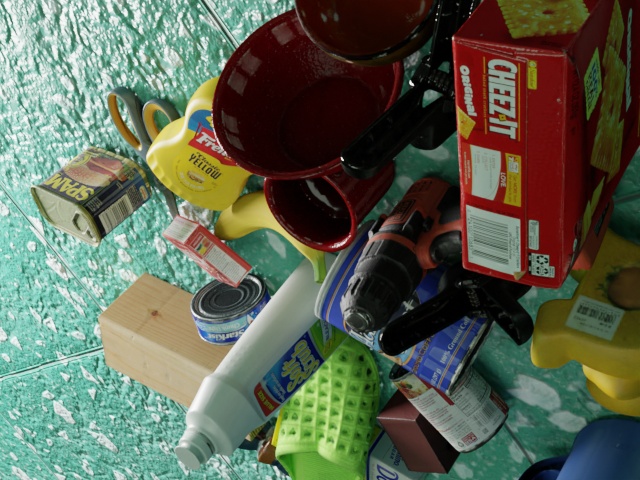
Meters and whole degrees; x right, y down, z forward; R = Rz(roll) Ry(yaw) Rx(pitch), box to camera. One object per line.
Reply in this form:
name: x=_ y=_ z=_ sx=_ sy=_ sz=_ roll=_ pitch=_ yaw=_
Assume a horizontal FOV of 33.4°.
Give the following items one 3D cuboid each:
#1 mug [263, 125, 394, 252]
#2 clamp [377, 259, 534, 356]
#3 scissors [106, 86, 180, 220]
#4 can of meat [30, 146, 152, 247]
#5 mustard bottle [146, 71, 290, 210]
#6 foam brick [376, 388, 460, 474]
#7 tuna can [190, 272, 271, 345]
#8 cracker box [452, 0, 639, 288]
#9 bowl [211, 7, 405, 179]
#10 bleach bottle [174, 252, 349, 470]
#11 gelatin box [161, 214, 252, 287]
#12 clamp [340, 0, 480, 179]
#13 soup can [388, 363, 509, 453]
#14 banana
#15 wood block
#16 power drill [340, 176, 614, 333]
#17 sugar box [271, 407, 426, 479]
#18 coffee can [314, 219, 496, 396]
mug: x=0.014 y=-0.057 z=0.914 sx=0.093 sy=0.081 sz=0.117 roll=34 pitch=142 yaw=10
clamp: x=0.115 y=0.046 z=0.850 sx=0.120 sy=0.171 sz=0.039 roll=-5 pitch=107 yaw=18
scissors: x=-0.153 y=-0.071 z=1.097 sx=0.096 sy=0.016 sz=0.201 roll=-3 pitch=124 yaw=42
can of meat: x=-0.239 y=-0.049 z=1.124 sx=0.102 sy=0.083 sz=0.057 roll=22 pitch=143 yaw=37
mustard bottle: x=-0.081 y=-0.099 z=0.974 sx=0.096 sy=0.058 sz=0.192 roll=36 pitch=142 yaw=-13
foam brick: x=0.106 y=0.194 z=1.100 sx=0.051 sy=0.052 sz=0.078 roll=-8 pitch=122 yaw=44
tuna can: x=-0.093 y=0.071 z=1.125 sx=0.086 sy=0.086 sz=0.034 roll=8 pitch=129 yaw=35
cracker box: x=0.155 y=-0.100 z=0.648 sx=0.072 sy=0.213 sz=0.164 roll=15 pitch=135 yaw=27
bowl: x=-0.003 y=-0.108 z=0.849 sx=0.162 sy=0.162 sz=0.055 roll=16 pitch=162 yaw=29
bleach bottle: x=-0.049 y=0.120 z=1.001 sx=0.068 sy=0.250 sz=0.102 roll=21 pitch=138 yaw=24
gelatin box: x=-0.119 y=0.011 z=1.098 sx=0.073 sy=0.030 sz=0.089 roll=42 pitch=170 yaw=-23
clamp: x=0.087 y=-0.119 z=0.741 sx=0.036 sy=0.209 sz=0.165 roll=31 pitch=104 yaw=15
soup can: x=0.124 y=0.146 z=1.026 sx=0.102 sy=0.068 sz=0.069 roll=47 pitch=142 yaw=-7
banana: x=-0.049 y=-0.015 z=1.016 sx=0.037 sy=0.069 sz=0.198 roll=16 pitch=-177 yaw=-34
wood block: x=-0.141 y=0.129 z=1.218 sx=0.206 sy=0.090 sz=0.090 roll=24 pitch=138 yaw=22
power drill: x=0.117 y=-0.002 z=0.814 sx=0.188 sy=0.184 sz=0.057 roll=-10 pitch=120 yaw=34
sugar box: x=0.033 y=0.240 z=1.212 sx=0.176 sy=0.048 sz=0.093 roll=30 pitch=139 yaw=16
coffee can: x=0.080 y=0.059 z=0.952 sx=0.140 sy=0.102 sz=0.103 roll=30 pitch=141 yaw=14
